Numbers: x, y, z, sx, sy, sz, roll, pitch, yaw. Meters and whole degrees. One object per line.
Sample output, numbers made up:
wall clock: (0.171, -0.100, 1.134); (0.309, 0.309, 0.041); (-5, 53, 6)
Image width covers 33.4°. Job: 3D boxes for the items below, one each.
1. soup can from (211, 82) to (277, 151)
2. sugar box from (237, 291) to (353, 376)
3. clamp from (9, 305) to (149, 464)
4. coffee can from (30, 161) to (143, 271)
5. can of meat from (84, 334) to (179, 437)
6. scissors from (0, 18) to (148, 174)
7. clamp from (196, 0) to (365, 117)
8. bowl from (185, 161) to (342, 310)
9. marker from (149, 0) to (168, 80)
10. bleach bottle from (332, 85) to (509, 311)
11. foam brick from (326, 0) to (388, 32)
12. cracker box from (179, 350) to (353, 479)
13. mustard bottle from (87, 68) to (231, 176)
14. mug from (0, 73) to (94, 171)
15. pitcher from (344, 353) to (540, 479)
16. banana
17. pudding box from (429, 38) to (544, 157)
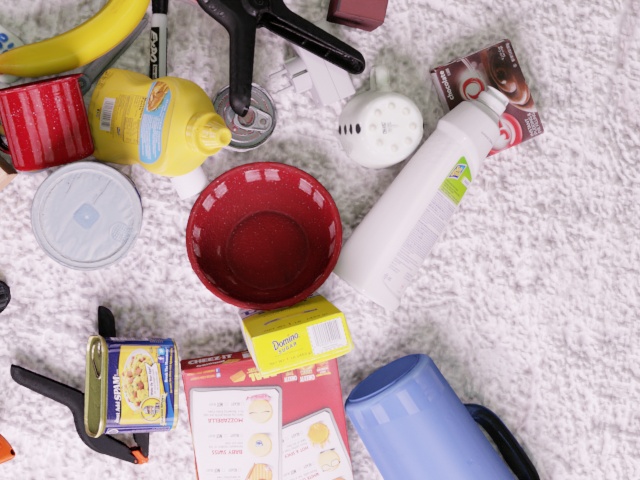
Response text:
soup can: (-0.083, -0.125, 1.092); (0.068, 0.102, 0.068); (-1, 94, -9)
sugar box: (-0.030, 0.089, 1.078); (0.093, 0.176, 0.048); (-15, 99, -8)
clamp: (-0.243, 0.168, 1.121); (0.120, 0.039, 0.171); (-25, 94, -6)
coffee can: (-0.228, -0.027, 1.058); (0.102, 0.140, 0.103); (-1, 94, -9)
can of meat: (-0.192, 0.147, 1.090); (0.083, 0.058, 0.102); (3, 83, -28)
scissors: (-0.269, -0.165, 1.105); (0.096, 0.016, 0.202); (29, 89, -9)
clamp: (-0.057, -0.226, 1.066); (0.164, 0.036, 0.210); (-17, 72, -33)
bowl: (-0.057, 0.001, 1.114); (0.162, 0.055, 0.162); (-1, 73, 2)
marker: (-0.169, -0.204, 1.116); (0.020, 0.020, 0.121); (2, 94, -9)
bleach bottle: (0.115, -0.049, 1.119); (0.068, 0.102, 0.251); (37, 92, 28)
foam brick: (0.040, -0.252, 1.115); (0.053, 0.078, 0.051); (11, 93, -7)
cracker box: (-0.054, 0.222, 1.138); (0.164, 0.072, 0.214); (-9, 96, -7)
mustard bottle: (-0.154, -0.113, 1.041); (0.058, 0.192, 0.096); (8, 95, -45)
mug: (-0.283, -0.115, 1.059); (0.117, 0.093, 0.081); (-6, 104, 21)
pitcher: (0.137, 0.242, 1.149); (0.145, 0.149, 0.243); (-31, 95, 10)
banana: (-0.236, -0.219, 1.082); (0.197, 0.037, 0.069); (-43, 104, -6)
pudding box: (0.180, -0.150, 1.162); (0.090, 0.039, 0.113); (-24, 97, -5)
